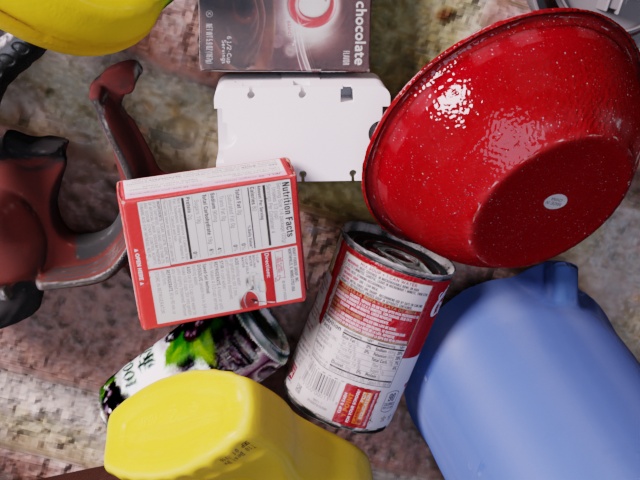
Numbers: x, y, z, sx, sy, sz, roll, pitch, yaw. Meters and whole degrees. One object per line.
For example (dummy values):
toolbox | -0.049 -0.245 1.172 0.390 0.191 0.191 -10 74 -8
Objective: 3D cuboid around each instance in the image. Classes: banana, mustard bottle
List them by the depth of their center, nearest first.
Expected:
banana | -0.150 -0.134 0.489 0.197 0.069 0.037 25 145 -38
mustard bottle | -0.025 0.133 0.602 0.096 0.058 0.191 -20 143 26

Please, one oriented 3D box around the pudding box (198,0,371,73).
pudding box | -0.018 -0.145 0.556 0.090 0.039 0.113 0 107 -3

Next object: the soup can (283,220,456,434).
soup can | 0.026 0.049 0.604 0.068 0.068 0.102 19 106 -8

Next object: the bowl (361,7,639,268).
bowl | 0.105 -0.036 0.545 0.162 0.055 0.162 -16 141 -13

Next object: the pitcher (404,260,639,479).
pitcher | 0.129 0.133 0.544 0.145 0.243 0.149 -31 113 5

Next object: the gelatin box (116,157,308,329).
gelatin box | -0.053 0.001 0.543 0.089 0.030 0.073 -10 117 -9
